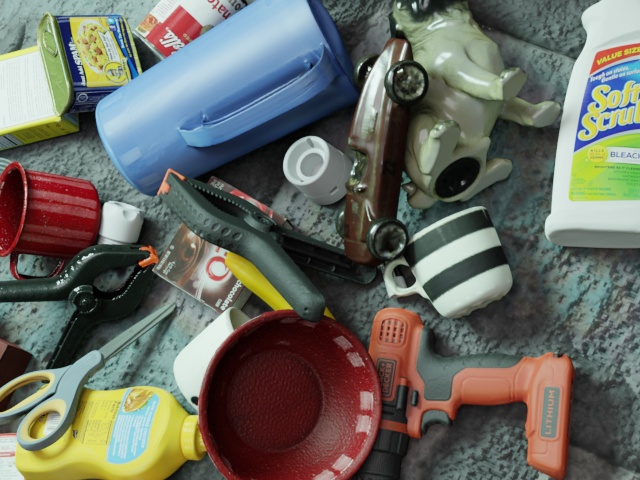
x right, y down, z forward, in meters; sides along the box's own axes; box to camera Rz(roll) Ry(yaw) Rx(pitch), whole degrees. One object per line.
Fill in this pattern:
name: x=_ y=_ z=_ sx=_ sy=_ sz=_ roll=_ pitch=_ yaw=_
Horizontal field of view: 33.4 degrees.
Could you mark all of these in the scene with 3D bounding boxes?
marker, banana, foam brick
marker: x=0.056 y=-0.004 z=1.006 sx=0.020 sy=0.020 sz=0.121 roll=-21 pitch=72 yaw=9
banana: x=-0.015 y=0.085 z=0.978 sx=0.069 sy=0.037 sz=0.198 roll=-22 pitch=77 yaw=-35
foam brick: x=-0.335 y=0.132 z=1.060 sx=0.053 sy=0.051 sz=0.078 roll=23 pitch=83 yaw=20

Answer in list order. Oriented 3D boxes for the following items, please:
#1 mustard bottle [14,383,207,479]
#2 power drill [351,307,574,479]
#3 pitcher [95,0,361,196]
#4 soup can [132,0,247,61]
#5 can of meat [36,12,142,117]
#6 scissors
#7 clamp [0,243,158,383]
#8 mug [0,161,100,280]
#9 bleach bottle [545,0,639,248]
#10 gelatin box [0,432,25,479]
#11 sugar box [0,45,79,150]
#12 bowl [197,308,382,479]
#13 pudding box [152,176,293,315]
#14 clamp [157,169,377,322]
mustard bottle: x=-0.182 y=0.182 z=0.999 sx=0.192 sy=0.058 sz=0.096 roll=-1 pitch=48 yaw=14
power drill: x=0.121 y=0.157 z=0.929 sx=0.188 sy=0.057 sz=0.184 roll=6 pitch=78 yaw=16
pitcher: x=-0.088 y=-0.137 z=1.014 sx=0.243 sy=0.149 sz=0.145 roll=-27 pitch=72 yaw=11
soup can: x=-0.132 y=-0.225 z=1.084 sx=0.068 sy=0.068 sz=0.102 roll=43 pitch=90 yaw=20
can of meat: x=-0.233 y=-0.181 z=1.086 sx=0.083 sy=0.058 sz=0.102 roll=-9 pitch=75 yaw=-31
scissors: x=-0.215 y=0.131 z=1.004 sx=0.201 sy=0.016 sz=0.096 roll=-24 pitch=46 yaw=-10
clamp: x=-0.240 y=0.050 z=1.036 sx=0.171 sy=0.120 sz=0.039 roll=-40 pitch=30 yaw=-1
mug: x=-0.271 y=-0.013 z=1.051 sx=0.093 sy=0.081 sz=0.117 roll=13 pitch=93 yaw=54
bleach bottle: x=0.259 y=-0.121 z=0.958 sx=0.103 sy=0.068 sz=0.251 roll=2 pitch=75 yaw=14
gelatin box: x=-0.311 y=0.233 z=1.041 sx=0.073 sy=0.030 sz=0.089 roll=-6 pitch=75 yaw=15
sugar box: x=-0.347 y=-0.144 z=1.135 sx=0.176 sy=0.048 sz=0.093 roll=-12 pitch=72 yaw=15
bowl: x=-0.031 y=0.139 z=0.911 sx=0.162 sy=0.055 sz=0.162 roll=1 pitch=86 yaw=-18
pudding box: x=-0.093 y=0.007 z=1.032 sx=0.090 sy=0.039 sz=0.113 roll=30 pitch=86 yaw=18
clamp: x=-0.056 y=0.001 z=0.940 sx=0.210 sy=0.164 sz=0.036 roll=29 pitch=107 yaw=5
